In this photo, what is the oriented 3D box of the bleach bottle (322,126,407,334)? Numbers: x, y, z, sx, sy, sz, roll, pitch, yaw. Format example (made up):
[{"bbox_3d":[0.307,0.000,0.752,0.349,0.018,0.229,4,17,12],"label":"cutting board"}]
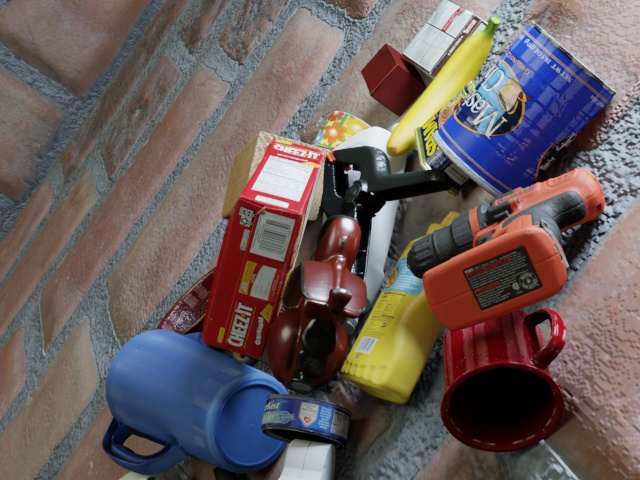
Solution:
[{"bbox_3d":[0.037,-0.005,1.195,0.103,0.068,0.250,-31,37,45],"label":"bleach bottle"}]

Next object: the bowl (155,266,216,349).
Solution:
[{"bbox_3d":[-0.144,0.097,1.393,0.162,0.055,0.162,-40,17,14],"label":"bowl"}]

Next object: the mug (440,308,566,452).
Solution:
[{"bbox_3d":[0.145,0.097,0.833,0.117,0.093,0.081,-50,20,29],"label":"mug"}]

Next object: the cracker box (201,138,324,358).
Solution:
[{"bbox_3d":[-0.057,0.001,1.124,0.213,0.072,0.164,-73,-1,-68],"label":"cracker box"}]

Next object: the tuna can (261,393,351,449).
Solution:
[{"bbox_3d":[-0.014,0.177,1.037,0.086,0.086,0.033,-19,54,54],"label":"tuna can"}]

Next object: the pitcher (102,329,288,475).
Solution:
[{"bbox_3d":[-0.142,0.190,1.200,0.243,0.144,0.149,7,94,56],"label":"pitcher"}]

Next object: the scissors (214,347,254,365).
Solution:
[{"bbox_3d":[-0.119,0.136,1.372,0.096,0.016,0.202,-52,25,8],"label":"scissors"}]

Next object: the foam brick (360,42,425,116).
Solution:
[{"bbox_3d":[0.091,-0.203,1.344,0.053,0.051,0.078,-47,26,20],"label":"foam brick"}]

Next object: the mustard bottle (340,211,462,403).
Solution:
[{"bbox_3d":[0.091,0.058,1.020,0.191,0.058,0.096,-62,18,-11],"label":"mustard bottle"}]

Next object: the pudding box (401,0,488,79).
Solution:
[{"bbox_3d":[0.153,-0.239,1.288,0.090,0.039,0.113,-53,23,10],"label":"pudding box"}]

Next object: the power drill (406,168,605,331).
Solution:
[{"bbox_3d":[0.139,0.009,0.874,0.185,0.057,0.187,-26,10,23],"label":"power drill"}]

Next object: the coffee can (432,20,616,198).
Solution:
[{"bbox_3d":[0.188,-0.117,0.995,0.140,0.102,0.103,-49,25,16],"label":"coffee can"}]

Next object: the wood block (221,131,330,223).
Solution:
[{"bbox_3d":[-0.060,-0.068,1.335,0.206,0.090,0.090,165,118,-77],"label":"wood block"}]

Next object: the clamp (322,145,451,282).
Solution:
[{"bbox_3d":[0.055,-0.049,1.117,0.165,0.036,0.210,-49,33,20],"label":"clamp"}]

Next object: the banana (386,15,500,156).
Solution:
[{"bbox_3d":[0.135,-0.167,1.202,0.197,0.037,0.069,-53,-20,-7],"label":"banana"}]

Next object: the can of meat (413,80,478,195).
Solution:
[{"bbox_3d":[0.149,-0.109,1.113,0.084,0.057,0.102,-43,25,24],"label":"can of meat"}]
